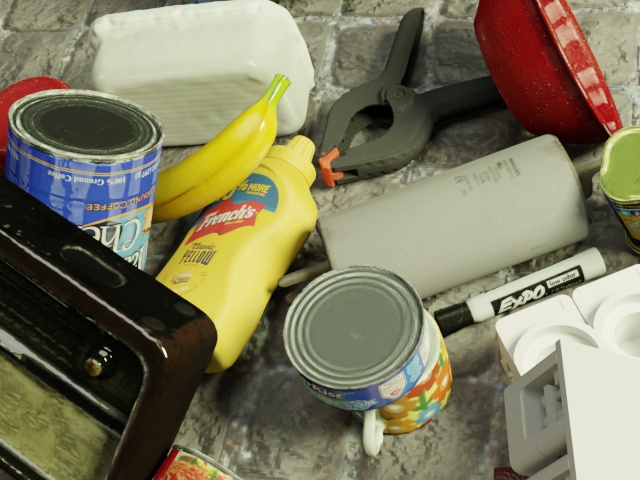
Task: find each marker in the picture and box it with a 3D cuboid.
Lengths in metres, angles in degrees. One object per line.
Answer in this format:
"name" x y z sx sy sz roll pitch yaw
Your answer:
"marker" 0.129 0.035 0.706 0.121 0.020 0.020 -22 52 0

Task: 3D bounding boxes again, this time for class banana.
"banana" -0.093 -0.048 0.771 0.198 0.037 0.069 -27 29 36

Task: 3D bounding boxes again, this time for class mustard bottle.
"mustard bottle" -0.055 0.001 0.756 0.096 0.058 0.191 0 50 46

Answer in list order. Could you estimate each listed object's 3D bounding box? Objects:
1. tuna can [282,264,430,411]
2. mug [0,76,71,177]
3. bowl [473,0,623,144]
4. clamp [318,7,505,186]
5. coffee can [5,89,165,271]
"tuna can" 0.023 0.059 0.643 0.086 0.033 0.086 -8 53 10
"mug" -0.206 -0.073 0.842 0.117 0.081 0.093 10 59 22
"bowl" 0.152 -0.127 0.742 0.055 0.162 0.162 -26 49 22
"clamp" 0.058 -0.110 0.819 0.171 0.039 0.120 -33 52 -13
"coffee can" -0.167 -0.019 0.735 0.102 0.140 0.103 10 30 -6
